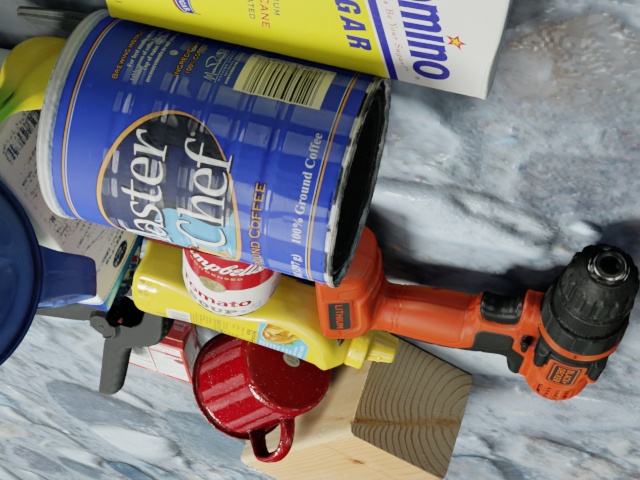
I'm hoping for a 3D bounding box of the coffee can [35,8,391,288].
[{"bbox_3d":[-0.047,-0.044,0.506,0.140,0.102,0.103,14,154,9],"label":"coffee can"}]

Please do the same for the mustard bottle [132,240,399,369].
[{"bbox_3d":[-0.036,0.050,0.771,0.191,0.058,0.096,19,163,1],"label":"mustard bottle"}]

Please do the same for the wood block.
[{"bbox_3d":[0.024,0.153,0.898,0.090,0.090,0.206,29,153,-18],"label":"wood block"}]

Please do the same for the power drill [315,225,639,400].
[{"bbox_3d":[0.093,0.038,0.662,0.188,0.057,0.184,15,154,9],"label":"power drill"}]

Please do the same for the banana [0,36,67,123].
[{"bbox_3d":[-0.137,-0.068,0.599,0.037,0.069,0.197,34,175,14],"label":"banana"}]

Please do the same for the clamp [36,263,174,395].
[{"bbox_3d":[-0.182,0.057,0.885,0.120,0.039,0.172,38,132,-11],"label":"clamp"}]

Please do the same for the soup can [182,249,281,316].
[{"bbox_3d":[-0.054,0.001,0.679,0.068,0.068,0.102,19,155,1],"label":"soup can"}]

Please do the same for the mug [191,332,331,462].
[{"bbox_3d":[-0.043,0.118,0.853,0.093,0.117,0.082,6,158,-31],"label":"mug"}]

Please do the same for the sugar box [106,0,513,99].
[{"bbox_3d":[-0.007,-0.117,0.442,0.176,0.048,0.093,16,154,10],"label":"sugar box"}]

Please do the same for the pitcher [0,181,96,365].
[{"bbox_3d":[-0.249,0.033,0.653,0.149,0.145,0.243,46,156,-13],"label":"pitcher"}]

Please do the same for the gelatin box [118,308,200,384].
[{"bbox_3d":[-0.148,0.092,0.964,0.073,0.030,0.089,16,154,9],"label":"gelatin box"}]
